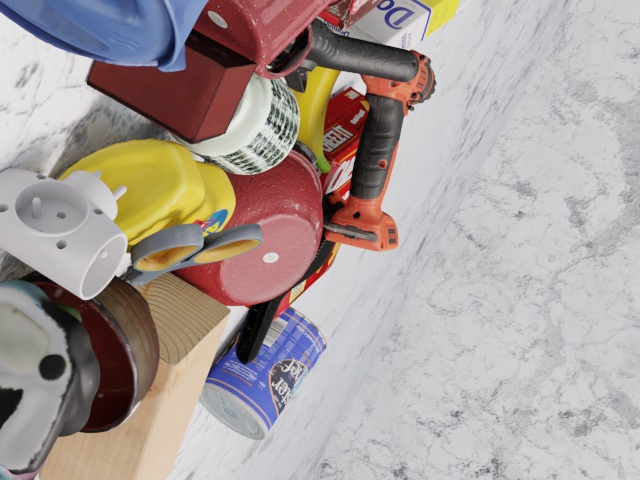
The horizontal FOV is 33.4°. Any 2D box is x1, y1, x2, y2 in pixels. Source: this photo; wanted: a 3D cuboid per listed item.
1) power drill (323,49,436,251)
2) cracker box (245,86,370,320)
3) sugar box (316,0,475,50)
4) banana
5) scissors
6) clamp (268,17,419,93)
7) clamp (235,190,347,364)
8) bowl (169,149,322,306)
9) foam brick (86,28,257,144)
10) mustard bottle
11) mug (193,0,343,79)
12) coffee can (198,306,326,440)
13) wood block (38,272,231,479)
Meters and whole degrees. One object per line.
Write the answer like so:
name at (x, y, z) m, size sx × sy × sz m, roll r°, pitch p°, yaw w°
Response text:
power drill at (0.060, -0.086, 0.988) m, size 0.184 × 0.057 × 0.188 m, roll -6°, pitch 108°, yaw -73°
cracker box at (-0.009, -0.039, 1.147) m, size 0.164 × 0.072 × 0.214 m, roll -42°, pitch 159°, yaw -54°
sugar box at (0.072, -0.219, 0.903) m, size 0.176 × 0.093 × 0.048 m, roll -39°, pitch 161°, yaw -30°
banana at (0.013, -0.161, 0.980) m, size 0.069 × 0.037 × 0.198 m, roll 9°, pitch 110°, yaw -45°
scissors at (-0.103, 0.018, 0.739) m, size 0.096 × 0.016 × 0.202 m, roll -9°, pitch 170°, yaw -22°
clamp at (-0.021, -0.142, 0.802) m, size 0.171 × 0.120 × 0.039 m, roll 13°, pitch 74°, yaw -44°
clamp at (-0.055, 0.032, 1.037) m, size 0.210 × 0.036 × 0.164 m, roll -49°, pitch 149°, yaw 11°
bowl at (-0.056, 0.001, 0.897) m, size 0.161 × 0.055 × 0.162 m, roll -21°, pitch 136°, yaw -22°
foam brick at (-0.088, -0.100, 0.640) m, size 0.051 × 0.078 × 0.053 m, roll -64°, pitch 170°, yaw 20°
mustard bottle at (-0.110, -0.023, 0.739) m, size 0.096 × 0.058 × 0.191 m, roll -25°, pitch 173°, yaw 7°
mug at (-0.037, -0.153, 0.675) m, size 0.081 × 0.093 × 0.117 m, roll -49°, pitch 143°, yaw -23°
coffee can at (-0.072, 0.158, 1.306) m, size 0.140 × 0.103 × 0.103 m, roll -54°, pitch 167°, yaw -27°
wood block at (-0.160, 0.132, 0.898) m, size 0.090 × 0.090 × 0.206 m, roll -44°, pitch 160°, yaw -53°
